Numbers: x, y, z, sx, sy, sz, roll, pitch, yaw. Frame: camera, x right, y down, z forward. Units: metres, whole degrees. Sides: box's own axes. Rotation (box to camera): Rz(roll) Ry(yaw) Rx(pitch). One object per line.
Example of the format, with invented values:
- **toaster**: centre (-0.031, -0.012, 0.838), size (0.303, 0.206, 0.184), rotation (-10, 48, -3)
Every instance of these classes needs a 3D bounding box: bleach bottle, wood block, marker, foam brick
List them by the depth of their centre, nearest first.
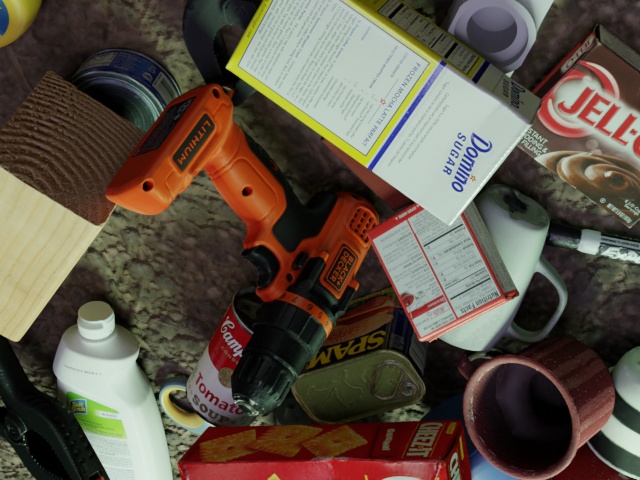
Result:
- **foam brick**: centre (0.049, -0.070, 0.740), size (0.078, 0.053, 0.051), rotation (43, 124, -17)
- **marker**: centre (0.220, 0.006, 0.776), size (0.121, 0.020, 0.020), rotation (12, 128, 5)
- **wood block**: centre (-0.213, -0.017, 0.787), size (0.090, 0.090, 0.206), rotation (33, 141, -12)
- **bleach bottle**: centre (-0.184, 0.163, 0.964), size (0.102, 0.068, 0.251), rotation (7, 125, 7)

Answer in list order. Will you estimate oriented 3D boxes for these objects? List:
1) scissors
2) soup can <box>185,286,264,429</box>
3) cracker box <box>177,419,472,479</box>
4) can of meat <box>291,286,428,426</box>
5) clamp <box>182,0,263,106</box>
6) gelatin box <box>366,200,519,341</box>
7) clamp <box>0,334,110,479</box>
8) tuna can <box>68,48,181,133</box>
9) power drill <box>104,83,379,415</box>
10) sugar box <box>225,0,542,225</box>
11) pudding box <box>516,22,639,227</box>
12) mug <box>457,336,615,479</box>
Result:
- **scissors**: centre (-0.095, 0.191, 0.990), size (0.096, 0.016, 0.202), rotation (3, 125, 9)
- **soup can**: centre (-0.061, 0.097, 0.872), size (0.068, 0.068, 0.102), rotation (27, 120, -7)
- **cracker box**: centre (0.011, 0.227, 0.823), size (0.214, 0.072, 0.164), rotation (-5, 107, 22)
- **can of meat**: centre (0.036, 0.090, 0.841), size (0.102, 0.084, 0.057), rotation (-21, 119, 26)
- **clamp**: centre (-0.039, -0.161, 0.702), size (0.120, 0.039, 0.171), rotation (13, 134, 10)
- **gelatin box**: centre (0.084, 0.015, 0.731), size (0.073, 0.030, 0.089), rotation (-32, 79, 31)
- **clamp**: centre (-0.261, 0.149, 0.942), size (0.210, 0.036, 0.165), rotation (32, 130, 26)
- **tuna can**: centre (-0.145, -0.094, 0.780), size (0.086, 0.033, 0.086), rotation (7, 127, 9)
- **power drill**: centre (-0.055, 0.001, 0.732), size (0.057, 0.184, 0.187), rotation (-11, 132, 48)
- **sugar box**: centre (0.038, -0.097, 0.662), size (0.176, 0.048, 0.093), rotation (35, 127, -1)
- **pudding box**: centre (0.195, -0.075, 0.709), size (0.113, 0.039, 0.090), rotation (33, 126, -12)
- **mug**: centre (0.157, 0.114, 0.796), size (0.117, 0.081, 0.093), rotation (31, 119, 30)
